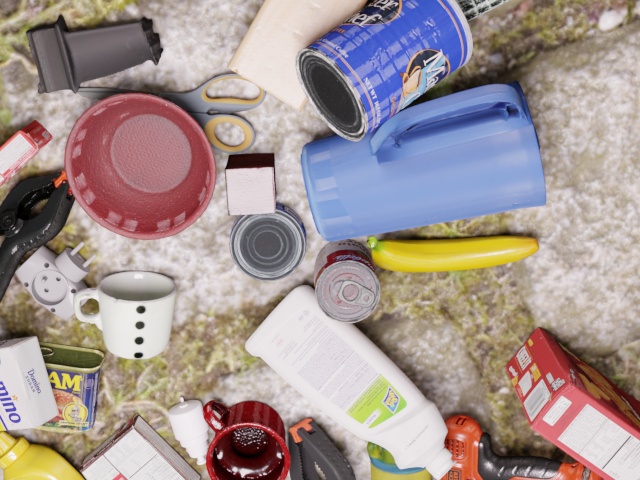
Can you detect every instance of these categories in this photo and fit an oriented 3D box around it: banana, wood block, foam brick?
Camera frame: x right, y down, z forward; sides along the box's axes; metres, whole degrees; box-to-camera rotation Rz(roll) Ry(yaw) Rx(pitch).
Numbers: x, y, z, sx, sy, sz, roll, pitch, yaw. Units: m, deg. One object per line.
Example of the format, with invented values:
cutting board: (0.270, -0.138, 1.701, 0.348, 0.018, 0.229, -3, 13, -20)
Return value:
banana: (0.137, 0.015, 1.166, 0.197, 0.070, 0.037, -1, 85, -14)
wood block: (-0.004, -0.246, 1.088, 0.090, 0.091, 0.206, 31, 102, -7)
foam brick: (-0.073, -0.060, 1.139, 0.051, 0.078, 0.053, -3, 106, -1)

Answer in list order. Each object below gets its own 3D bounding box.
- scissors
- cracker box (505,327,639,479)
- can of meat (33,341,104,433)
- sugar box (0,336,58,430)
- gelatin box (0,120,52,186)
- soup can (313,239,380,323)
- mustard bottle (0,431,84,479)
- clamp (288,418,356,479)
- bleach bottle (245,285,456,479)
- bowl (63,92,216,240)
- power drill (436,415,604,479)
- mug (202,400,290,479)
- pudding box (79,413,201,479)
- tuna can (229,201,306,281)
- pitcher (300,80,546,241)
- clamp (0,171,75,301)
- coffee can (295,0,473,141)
scissors: (-0.156, -0.132, 1.152, 0.202, 0.016, 0.096, -8, 106, 4)
cracker box: (0.316, 0.202, 1.165, 0.213, 0.164, 0.072, 35, 103, -8)
can of meat: (-0.299, 0.166, 1.203, 0.102, 0.057, 0.084, 8, 106, -2)
sugar box: (-0.376, 0.162, 1.167, 0.176, 0.048, 0.093, -10, 99, 30)
gelatin box: (-0.330, -0.084, 1.132, 0.089, 0.073, 0.030, -41, 102, 7)
soup can: (0.027, 0.042, 1.153, 0.068, 0.102, 0.068, 0, 104, -1)
mustard bottle: (-0.306, 0.292, 1.225, 0.191, 0.058, 0.096, 49, 132, -10)
clamp: (0.010, 0.310, 1.231, 0.165, 0.036, 0.210, -30, 86, 47)
bleach bottle: (0.040, 0.166, 1.157, 0.251, 0.068, 0.102, 43, 99, 13)
bowl: (-0.186, -0.084, 1.135, 0.162, 0.055, 0.162, 2, 112, 5)
power drill: (0.221, 0.297, 1.209, 0.188, 0.057, 0.184, 7, 114, 23)
mug: (-0.089, 0.225, 1.206, 0.117, 0.081, 0.093, 43, 99, -10)
pudding box: (-0.209, 0.272, 1.239, 0.090, 0.039, 0.113, -41, 103, 8)
tuna can: (-0.058, 0.001, 1.177, 0.086, 0.034, 0.086, 0, 104, -1)
pitcher: (0.105, -0.081, 1.107, 0.243, 0.145, 0.149, -13, 107, 5)
clamp: (-0.327, -0.003, 1.146, 0.171, 0.039, 0.120, -34, 68, 7)
coffee can: (0.061, -0.176, 1.026, 0.140, 0.103, 0.103, -37, 103, -18)
